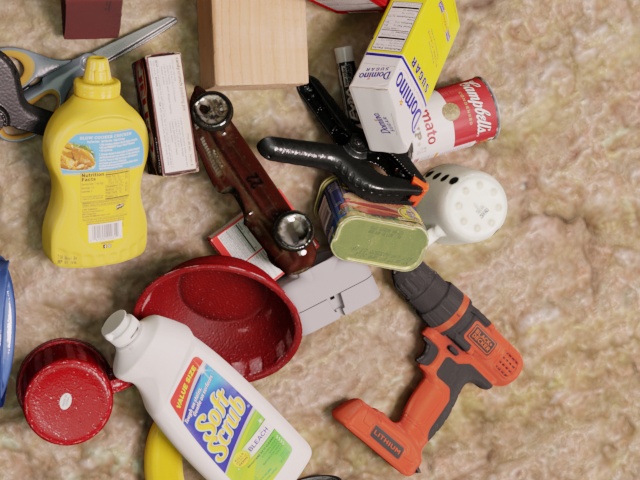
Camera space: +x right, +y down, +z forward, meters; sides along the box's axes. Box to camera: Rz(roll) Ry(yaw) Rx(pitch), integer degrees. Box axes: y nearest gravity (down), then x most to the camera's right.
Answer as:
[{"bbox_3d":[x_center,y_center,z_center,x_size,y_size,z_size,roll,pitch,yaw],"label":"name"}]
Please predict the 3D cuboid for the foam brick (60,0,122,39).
[{"bbox_3d":[-0.210,-0.225,0.977,0.053,0.078,0.051,-3,74,-16],"label":"foam brick"}]

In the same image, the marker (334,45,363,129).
[{"bbox_3d":[0.033,-0.137,1.088,0.020,0.020,0.121,-12,98,-15],"label":"marker"}]

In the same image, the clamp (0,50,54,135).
[{"bbox_3d":[-0.289,-0.113,0.964,0.164,0.036,0.210,-33,125,-14],"label":"clamp"}]

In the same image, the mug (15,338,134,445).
[{"bbox_3d":[-0.227,0.142,1.007,0.117,0.082,0.093,-12,98,-14],"label":"mug"}]

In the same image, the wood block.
[{"bbox_3d":[-0.069,-0.248,1.014,0.090,0.091,0.206,-4,96,-15],"label":"wood block"}]

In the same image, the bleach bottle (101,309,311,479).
[{"bbox_3d":[-0.118,0.159,1.012,0.102,0.068,0.250,-49,121,-12],"label":"bleach bottle"}]

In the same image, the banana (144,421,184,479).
[{"bbox_3d":[-0.139,0.246,1.064,0.069,0.037,0.198,-7,96,-15],"label":"banana"}]

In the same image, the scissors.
[{"bbox_3d":[-0.240,-0.178,1.010,0.201,0.016,0.096,-45,106,-8],"label":"scissors"}]

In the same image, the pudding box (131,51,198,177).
[{"bbox_3d":[-0.147,-0.118,1.003,0.039,0.090,0.113,-12,98,-15],"label":"pudding box"}]

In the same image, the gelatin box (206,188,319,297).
[{"bbox_3d":[-0.057,0.001,1.070,0.089,0.030,0.073,-38,102,-10],"label":"gelatin box"}]

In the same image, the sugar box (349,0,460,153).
[{"bbox_3d":[0.085,-0.179,1.028,0.048,0.093,0.176,7,58,23],"label":"sugar box"}]

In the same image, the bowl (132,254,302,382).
[{"bbox_3d":[-0.097,0.066,1.028,0.162,0.055,0.162,1,131,1],"label":"bowl"}]

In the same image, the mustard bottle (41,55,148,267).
[{"bbox_3d":[-0.205,-0.073,0.975,0.096,0.058,0.192,-9,117,-31],"label":"mustard bottle"}]

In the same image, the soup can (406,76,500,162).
[{"bbox_3d":[0.123,-0.122,1.090,0.102,0.069,0.068,-17,99,-13],"label":"soup can"}]

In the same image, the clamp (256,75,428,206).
[{"bbox_3d":[0.029,-0.095,1.050,0.171,0.039,0.120,25,56,-11],"label":"clamp"}]

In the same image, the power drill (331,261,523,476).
[{"bbox_3d":[0.099,0.134,1.110,0.184,0.057,0.187,43,83,-15],"label":"power drill"}]

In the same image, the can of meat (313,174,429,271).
[{"bbox_3d":[0.051,-0.017,1.062,0.102,0.084,0.057,10,118,-16],"label":"can of meat"}]
